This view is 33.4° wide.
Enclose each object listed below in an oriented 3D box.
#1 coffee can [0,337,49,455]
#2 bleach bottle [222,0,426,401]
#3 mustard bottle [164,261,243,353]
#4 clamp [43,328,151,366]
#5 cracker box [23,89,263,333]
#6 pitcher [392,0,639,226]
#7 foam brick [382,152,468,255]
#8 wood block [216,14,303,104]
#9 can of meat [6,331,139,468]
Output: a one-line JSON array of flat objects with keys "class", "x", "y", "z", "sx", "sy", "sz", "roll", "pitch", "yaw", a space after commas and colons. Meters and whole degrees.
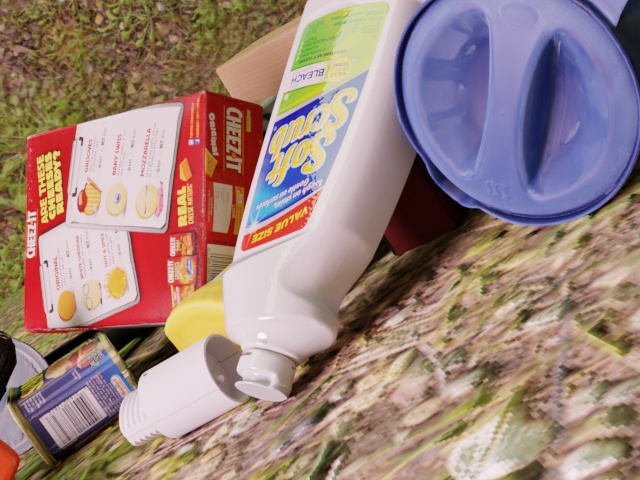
[{"class": "coffee can", "x": -0.291, "y": 0.133, "z": 0.921, "sx": 0.102, "sy": 0.103, "sz": 0.140, "roll": -39, "pitch": 11, "yaw": -22}, {"class": "bleach bottle", "x": 0.007, "y": -0.031, "z": 0.605, "sx": 0.103, "sy": 0.068, "sz": 0.250, "roll": -5, "pitch": 60, "yaw": 40}, {"class": "mustard bottle", "x": -0.014, "y": 0.011, "z": 0.721, "sx": 0.096, "sy": 0.058, "sz": 0.191, "roll": -24, "pitch": 15, "yaw": 51}, {"class": "clamp", "x": -0.186, "y": 0.076, "z": 1.029, "sx": 0.209, "sy": 0.036, "sz": 0.165, "roll": -39, "pitch": 11, "yaw": -31}, {"class": "cracker box", "x": -0.140, "y": -0.014, "z": 0.827, "sx": 0.214, "sy": 0.164, "sz": 0.071, "roll": -7, "pitch": -10, "yaw": 41}, {"class": "pitcher", "x": 0.160, "y": -0.125, "z": 0.595, "sx": 0.149, "sy": 0.145, "sz": 0.242, "roll": 2, "pitch": 29, "yaw": 38}, {"class": "foam brick", "x": 0.067, "y": -0.036, "z": 0.701, "sx": 0.053, "sy": 0.051, "sz": 0.078, "roll": -29, "pitch": 12, "yaw": 36}, {"class": "wood block", "x": 0.002, "y": -0.189, "z": 1.099, "sx": 0.207, "sy": 0.091, "sz": 0.090, "roll": -17, "pitch": 20, "yaw": 47}, {"class": "can of meat", "x": -0.180, "y": 0.114, "z": 0.790, "sx": 0.084, "sy": 0.057, "sz": 0.102, "roll": -35, "pitch": 10, "yaw": -12}]
